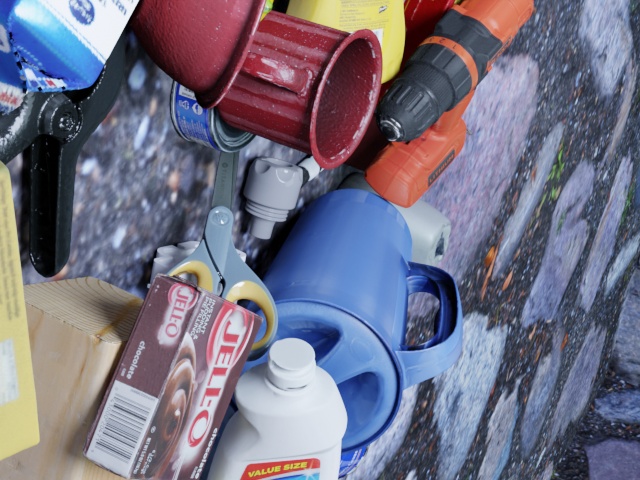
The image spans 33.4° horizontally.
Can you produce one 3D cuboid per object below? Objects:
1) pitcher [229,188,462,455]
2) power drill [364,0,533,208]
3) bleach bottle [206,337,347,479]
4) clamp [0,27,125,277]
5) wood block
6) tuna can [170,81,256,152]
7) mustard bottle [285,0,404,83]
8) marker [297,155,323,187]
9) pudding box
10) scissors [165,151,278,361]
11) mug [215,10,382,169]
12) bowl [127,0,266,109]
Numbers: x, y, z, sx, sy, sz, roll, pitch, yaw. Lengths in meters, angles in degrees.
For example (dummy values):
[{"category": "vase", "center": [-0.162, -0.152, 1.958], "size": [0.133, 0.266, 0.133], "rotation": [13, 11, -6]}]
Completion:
[{"category": "pitcher", "center": [0.021, 0.050, 0.853], "size": [0.145, 0.149, 0.242], "rotation": [-55, -173, 27]}, {"category": "power drill", "center": [0.090, -0.105, 0.861], "size": [0.184, 0.057, 0.188], "rotation": [-47, 170, -28]}, {"category": "bleach bottle", "center": [-0.039, 0.165, 0.752], "size": [0.068, 0.102, 0.251], "rotation": [-86, -177, -50]}, {"category": "clamp", "center": [-0.149, -0.060, 0.588], "size": [0.171, 0.039, 0.120], "rotation": [-60, 156, -11]}, {"category": "wood block", "center": [-0.161, 0.137, 0.667], "size": [0.090, 0.090, 0.206], "rotation": [-6, 115, -63]}, {"category": "tuna can", "center": [-0.065, -0.105, 0.741], "size": [0.086, 0.034, 0.086], "rotation": [-47, 149, -41]}, {"category": "mustard bottle", "center": [0.023, -0.204, 0.744], "size": [0.096, 0.058, 0.192], "rotation": [-12, 122, -31]}, {"category": "marker", "center": [0.001, -0.072, 0.933], "size": [0.120, 0.020, 0.020], "rotation": [-43, 146, -45]}, {"category": "pudding box", "center": [-0.083, 0.083, 0.624], "size": [0.113, 0.039, 0.090], "rotation": [-66, 156, -5]}, {"category": "scissors", "center": [-0.055, 0.001, 0.742], "size": [0.016, 0.096, 0.201], "rotation": [113, 1, -60]}, {"category": "mug", "center": [-0.021, -0.103, 0.687], "size": [0.117, 0.082, 0.093], "rotation": [0, 110, -66]}, {"category": "bowl", "center": [-0.070, -0.158, 0.597], "size": [0.162, 0.055, 0.162], "rotation": [-168, -90, -71]}]
